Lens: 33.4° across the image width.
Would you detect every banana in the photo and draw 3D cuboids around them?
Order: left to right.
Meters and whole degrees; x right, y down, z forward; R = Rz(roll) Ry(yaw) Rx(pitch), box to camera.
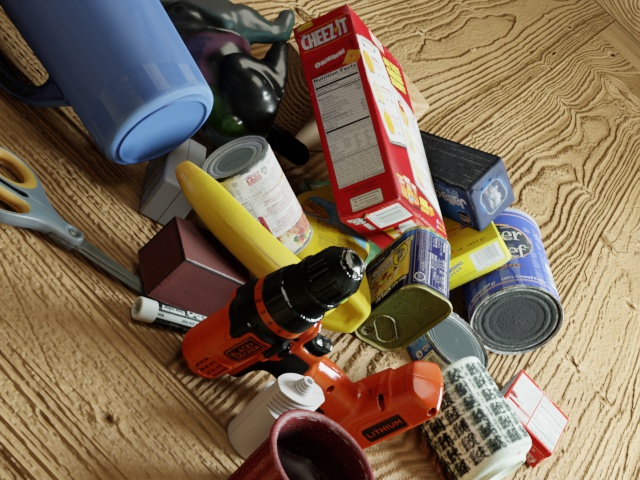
[{"bbox_3d":[-0.050,0.008,0.914,0.197,0.037,0.070,42,5,-17],"label":"banana"}]

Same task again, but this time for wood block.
[{"bbox_3d":[0.024,-0.167,1.275,0.205,0.091,0.090,-5,54,-52],"label":"wood block"}]

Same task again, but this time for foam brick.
[{"bbox_3d":[-0.106,0.025,0.901,0.078,0.051,0.053,27,31,-40],"label":"foam brick"}]

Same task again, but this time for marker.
[{"bbox_3d":[-0.100,0.071,0.888,0.120,0.020,0.020,20,36,-33],"label":"marker"}]

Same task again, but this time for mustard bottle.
[{"bbox_3d":[0.004,0.003,1.061,0.096,0.058,0.191,28,32,-17],"label":"mustard bottle"}]

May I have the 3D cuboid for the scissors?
[{"bbox_3d":[-0.212,-0.018,0.876,0.201,0.016,0.096,30,27,-29],"label":"scissors"}]

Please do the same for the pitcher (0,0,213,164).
[{"bbox_3d":[-0.208,-0.184,0.947,0.144,0.149,0.243,-20,71,-41],"label":"pitcher"}]

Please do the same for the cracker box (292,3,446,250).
[{"bbox_3d":[0.051,-0.105,1.082,0.164,0.072,0.214,30,43,-64],"label":"cracker box"}]

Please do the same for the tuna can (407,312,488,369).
[{"bbox_3d":[0.129,0.111,1.092,0.086,0.034,0.086,30,32,-21],"label":"tuna can"}]

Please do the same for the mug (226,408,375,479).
[{"bbox_3d":[-0.013,0.182,0.782,0.117,0.082,0.093,-8,56,-53],"label":"mug"}]

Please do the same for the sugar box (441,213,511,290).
[{"bbox_3d":[0.143,-0.023,1.205,0.048,0.093,0.176,57,11,-38],"label":"sugar box"}]

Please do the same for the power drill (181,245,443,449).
[{"bbox_3d":[0.010,0.088,0.850,0.187,0.185,0.057,37,42,-28],"label":"power drill"}]

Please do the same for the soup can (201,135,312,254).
[{"bbox_3d":[-0.058,-0.036,0.974,0.068,0.068,0.102,-85,153,-55],"label":"soup can"}]

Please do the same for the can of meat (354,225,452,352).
[{"bbox_3d":[0.082,0.046,1.038,0.057,0.102,0.084,29,43,-21],"label":"can of meat"}]

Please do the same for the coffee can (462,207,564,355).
[{"bbox_3d":[0.210,0.044,1.206,0.102,0.103,0.140,28,33,-23],"label":"coffee can"}]

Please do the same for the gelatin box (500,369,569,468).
[{"bbox_3d":[0.213,0.184,1.102,0.073,0.030,0.089,47,30,5],"label":"gelatin box"}]

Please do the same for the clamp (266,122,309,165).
[{"bbox_3d":[-0.098,-0.134,1.143,0.171,0.039,0.120,47,30,13],"label":"clamp"}]
